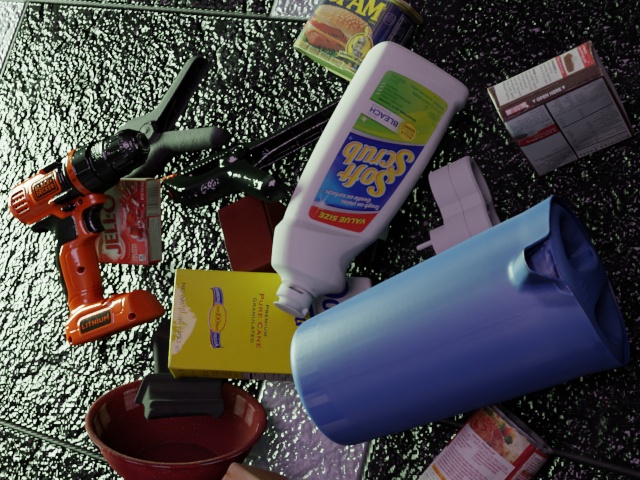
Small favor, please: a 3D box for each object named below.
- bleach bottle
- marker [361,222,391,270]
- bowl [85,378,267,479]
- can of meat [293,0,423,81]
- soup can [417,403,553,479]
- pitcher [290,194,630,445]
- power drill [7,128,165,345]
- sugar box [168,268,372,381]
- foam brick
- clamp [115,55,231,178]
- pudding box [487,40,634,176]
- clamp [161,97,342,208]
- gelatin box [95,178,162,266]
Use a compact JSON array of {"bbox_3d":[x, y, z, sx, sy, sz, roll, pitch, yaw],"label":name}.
[{"bbox_3d":[0.034,-0.045,0.935,0.250,0.102,0.068,-64,12,-14],"label":"bleach bottle"},{"bbox_3d":[0.060,-0.031,0.986,0.020,0.020,0.121,8,77,30],"label":"marker"},{"bbox_3d":[-0.129,0.181,0.958,0.162,0.161,0.055,17,114,31],"label":"bowl"},{"bbox_3d":[0.035,-0.202,1.037,0.102,0.057,0.084,32,93,33],"label":"can of meat"},{"bbox_3d":[0.127,0.184,0.848,0.069,0.068,0.102,42,95,32],"label":"soup can"},{"bbox_3d":[0.107,0.075,0.828,0.243,0.149,0.145,-25,19,24],"label":"pitcher"},{"bbox_3d":[-0.218,-0.001,1.061,0.185,0.057,0.188,-23,82,32],"label":"power drill"},{"bbox_3d":[-0.042,0.077,0.944,0.176,0.048,0.093,1,72,0],"label":"sugar box"},{"bbox_3d":[-0.057,0.001,1.018,0.051,0.053,0.078,-25,62,18],"label":"foam brick"},{"bbox_3d":[-0.165,-0.104,1.116,0.172,0.039,0.120,-42,45,16],"label":"clamp"},{"bbox_3d":[0.201,-0.105,0.882,0.090,0.113,0.039,-25,60,18],"label":"pudding box"},{"bbox_3d":[-0.077,-0.066,1.020,0.210,0.036,0.164,-16,24,32],"label":"clamp"},{"bbox_3d":[-0.201,-0.020,1.098,0.073,0.030,0.089,2,96,27],"label":"gelatin box"}]
